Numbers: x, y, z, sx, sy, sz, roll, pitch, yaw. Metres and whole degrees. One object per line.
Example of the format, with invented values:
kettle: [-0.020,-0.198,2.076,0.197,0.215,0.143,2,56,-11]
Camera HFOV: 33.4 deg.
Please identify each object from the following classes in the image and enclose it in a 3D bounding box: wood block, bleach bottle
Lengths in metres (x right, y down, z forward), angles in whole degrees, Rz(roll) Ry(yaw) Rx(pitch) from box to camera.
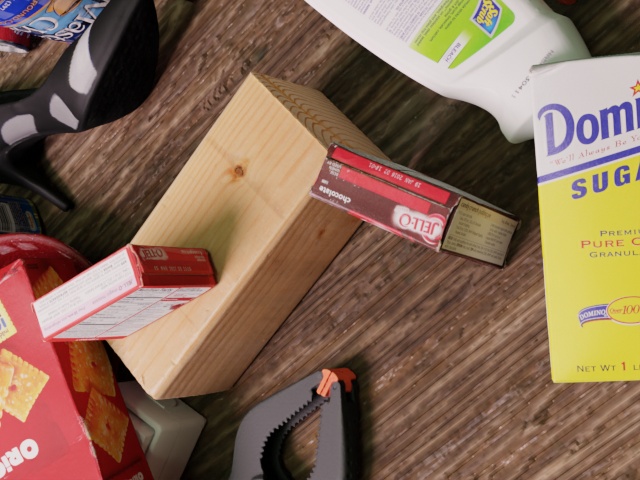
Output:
wood block: [-0.055,0.001,0.719,0.091,0.090,0.206,47,111,24]
bleach bottle: [0.073,-0.137,0.665,0.251,0.068,0.103,46,113,21]

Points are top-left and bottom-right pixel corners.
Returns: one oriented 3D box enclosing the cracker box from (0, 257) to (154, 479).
cracker box: [-0.215,0.140,0.734,0.164,0.072,0.214,-25,79,19]

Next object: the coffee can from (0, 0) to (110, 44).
coffee can: [-0.208,-0.203,0.787,0.103,0.140,0.103,-1,88,31]

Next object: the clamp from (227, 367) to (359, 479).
clamp: [-0.041,0.175,0.734,0.165,0.036,0.210,25,99,28]

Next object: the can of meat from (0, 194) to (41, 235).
can of meat: [-0.287,0.001,0.858,0.102,0.083,0.057,-34,68,25]

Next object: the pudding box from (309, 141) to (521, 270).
pudding box: [0.059,-0.019,0.638,0.090,0.113,0.039,26,98,29]

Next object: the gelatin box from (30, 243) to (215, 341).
gelatin box: [-0.121,0.032,0.661,0.089,0.073,0.030,-29,73,27]
